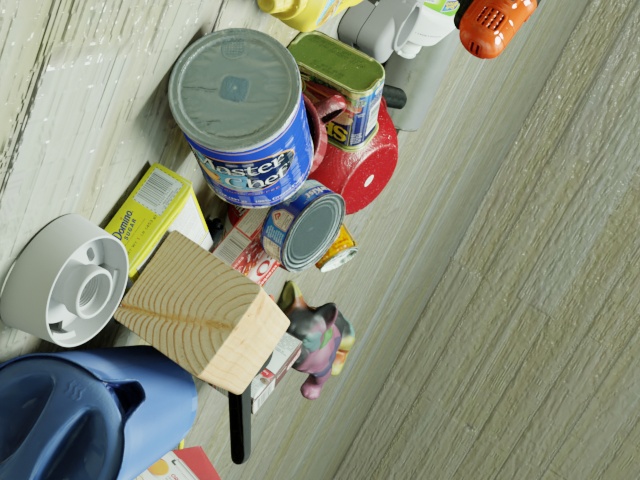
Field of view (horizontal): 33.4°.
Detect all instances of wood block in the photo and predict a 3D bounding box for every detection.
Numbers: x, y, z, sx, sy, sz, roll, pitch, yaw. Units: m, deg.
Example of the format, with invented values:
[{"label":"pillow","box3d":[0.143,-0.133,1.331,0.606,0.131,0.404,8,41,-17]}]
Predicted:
[{"label":"wood block","box3d":[-0.098,0.071,0.949,0.090,0.091,0.206,-55,169,-7]}]

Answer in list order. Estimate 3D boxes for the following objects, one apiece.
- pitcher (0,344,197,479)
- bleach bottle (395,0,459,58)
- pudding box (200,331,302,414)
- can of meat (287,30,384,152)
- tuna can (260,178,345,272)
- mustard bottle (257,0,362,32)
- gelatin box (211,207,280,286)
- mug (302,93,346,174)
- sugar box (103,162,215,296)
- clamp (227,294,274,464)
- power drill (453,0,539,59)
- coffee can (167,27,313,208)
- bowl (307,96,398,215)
[{"label":"pitcher","box3d":[-0.199,0.157,0.919,0.242,0.149,0.145,5,100,-80]},{"label":"bleach bottle","box3d":[0.134,-0.309,1.199,0.251,0.102,0.068,117,-25,-45]},{"label":"pudding box","box3d":[-0.090,0.153,1.375,0.113,0.090,0.039,-50,163,-34]},{"label":"can of meat","box3d":[0.011,-0.147,1.048,0.057,0.102,0.084,-52,163,-32]},{"label":"tuna can","box3d":[-0.017,-0.015,1.006,0.086,0.034,0.086,-39,149,-29]},{"label":"mustard bottle","box3d":[0.002,-0.231,0.915,0.191,0.058,0.096,-44,162,-49]},{"label":"gelatin box","box3d":[-0.057,0.001,1.033,0.089,0.030,0.073,-51,153,-4]},{"label":"mug","box3d":[-0.029,-0.103,1.000,0.117,0.093,0.081,-31,176,8]},{"label":"sugar box","box3d":[-0.143,0.008,0.943,0.093,0.048,0.176,-55,171,-16]},{"label":"clamp","box3d":[-0.101,0.154,1.297,0.036,0.164,0.209,-12,-149,37]},{"label":"power drill","box3d":[0.140,-0.284,1.028,0.184,0.188,0.057,-54,165,-17]},{"label":"coffee can","box3d":[-0.061,-0.096,0.879,0.102,0.103,0.140,-56,167,-12]},{"label":"bowl","box3d":[0.033,-0.080,1.153,0.162,0.055,0.162,-38,153,-24]}]
